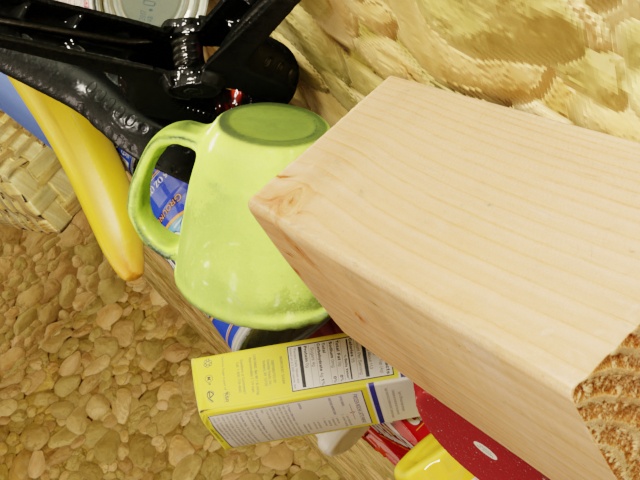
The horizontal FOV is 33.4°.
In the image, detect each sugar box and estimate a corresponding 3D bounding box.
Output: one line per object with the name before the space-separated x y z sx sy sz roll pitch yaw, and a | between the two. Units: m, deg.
sugar box | 0.011 0.095 0.711 0.093 0.176 0.048 74 -175 -64

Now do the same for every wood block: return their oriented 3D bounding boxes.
wood block | 0.070 0.014 0.394 0.090 0.090 0.206 54 167 -31

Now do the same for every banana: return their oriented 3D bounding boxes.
banana | -0.166 -0.065 0.707 0.197 0.037 0.069 62 -158 -23

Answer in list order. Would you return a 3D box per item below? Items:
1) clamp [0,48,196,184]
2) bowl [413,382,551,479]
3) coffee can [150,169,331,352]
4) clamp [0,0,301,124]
clamp | -0.120 -0.086 0.636 0.171 0.039 0.120 35 -156 0
bowl | 0.103 0.094 0.575 0.162 0.055 0.162 37 158 17
coffee can | -0.055 0.001 0.747 0.140 0.102 0.103 51 171 21
clamp | -0.075 -0.091 0.528 0.210 0.164 0.036 66 -159 -79
